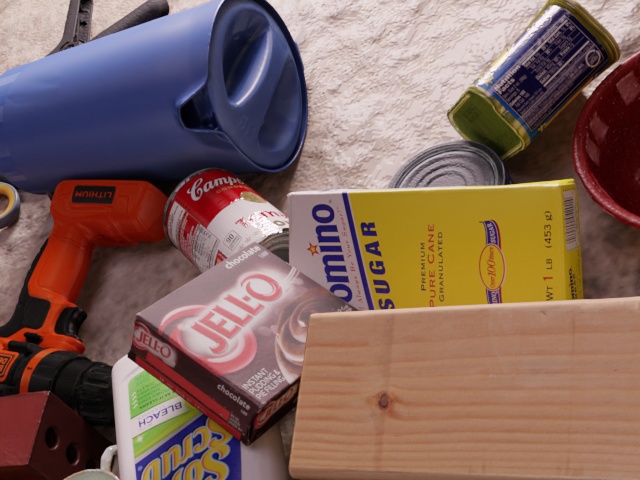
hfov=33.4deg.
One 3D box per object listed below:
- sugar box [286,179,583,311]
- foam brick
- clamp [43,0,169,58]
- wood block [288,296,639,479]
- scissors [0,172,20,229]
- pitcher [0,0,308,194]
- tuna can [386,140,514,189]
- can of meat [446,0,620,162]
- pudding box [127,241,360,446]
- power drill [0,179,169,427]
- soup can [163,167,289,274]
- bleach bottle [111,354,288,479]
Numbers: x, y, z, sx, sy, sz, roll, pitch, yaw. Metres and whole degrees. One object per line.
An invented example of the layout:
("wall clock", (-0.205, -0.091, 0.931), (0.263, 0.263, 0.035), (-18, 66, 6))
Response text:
("sugar box", (0.065, 0.013, 0.638), (0.176, 0.048, 0.093), (-2, 93, 28))
("foam brick", (-0.177, 0.139, 0.682), (0.051, 0.078, 0.053), (-10, 50, 25))
("clamp", (-0.229, -0.174, 0.997), (0.120, 0.039, 0.171), (23, 68, 42))
("wood block", (0.098, 0.086, 0.537), (0.206, 0.090, 0.091), (-5, 67, 31))
("scissors", (-0.320, -0.051, 0.965), (0.202, 0.016, 0.096), (0, 54, 30))
("pitcher", (-0.136, -0.106, 0.838), (0.243, 0.149, 0.145), (-7, 66, 30))
("tuna can", (0.085, -0.024, 0.695), (0.086, 0.033, 0.086), (-16, 48, 18))
("can of meat", (0.133, -0.099, 0.687), (0.057, 0.102, 0.084), (45, 84, 2))
("pudding box", (-0.040, 0.055, 0.611), (0.090, 0.039, 0.113), (33, 35, 18))
("power drill", (-0.173, 0.044, 0.771), (0.185, 0.057, 0.187), (4, 56, 32))
("soup can", (-0.055, 0.001, 0.730), (0.068, 0.068, 0.102), (-43, 45, -8))
("bleach bottle", (-0.054, 0.146, 0.577), (0.102, 0.068, 0.251), (-22, 35, -1))
